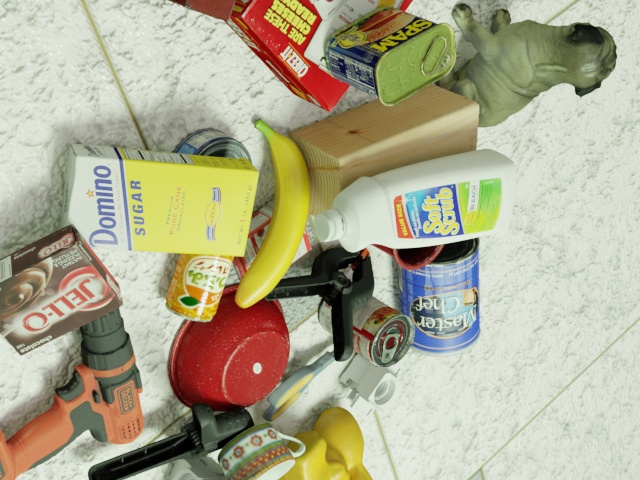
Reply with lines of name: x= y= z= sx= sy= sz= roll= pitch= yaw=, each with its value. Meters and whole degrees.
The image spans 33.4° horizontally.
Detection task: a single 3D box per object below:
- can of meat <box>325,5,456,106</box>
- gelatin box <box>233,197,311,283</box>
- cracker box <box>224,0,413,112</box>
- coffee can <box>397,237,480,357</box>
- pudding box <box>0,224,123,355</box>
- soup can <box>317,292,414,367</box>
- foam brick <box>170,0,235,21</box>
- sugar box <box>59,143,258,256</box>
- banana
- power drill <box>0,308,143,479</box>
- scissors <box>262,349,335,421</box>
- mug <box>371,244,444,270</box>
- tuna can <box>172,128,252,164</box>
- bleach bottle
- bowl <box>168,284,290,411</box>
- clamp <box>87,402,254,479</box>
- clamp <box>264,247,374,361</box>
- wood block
can of meat: x=0.067 y=-0.184 z=1.044 sx=0.102 sy=0.084 sz=0.057 roll=-32 pitch=132 yaw=-25
gelatin box: x=-0.058 y=0.002 z=1.172 sx=0.089 sy=0.030 sz=0.073 roll=-36 pitch=133 yaw=-22
cracker box: x=0.010 y=-0.264 z=1.063 sx=0.213 sy=0.072 sz=0.164 roll=-53 pitch=136 yaw=-5
coffee can: x=0.149 y=0.060 z=1.340 sx=0.102 sy=0.103 sz=0.140 roll=-27 pitch=127 yaw=-30
pudding box: x=-0.252 y=0.046 z=0.982 sx=0.113 sy=0.039 sz=0.090 roll=-25 pitch=132 yaw=4
soup can: x=0.053 y=0.099 z=1.273 sx=0.068 sy=0.102 sz=0.068 roll=-21 pitch=124 yaw=-34
foam brick: x=-0.114 y=-0.235 z=0.959 sx=0.051 sy=0.078 sz=0.053 roll=10 pitch=104 yaw=-43
sugar box: x=-0.153 y=-0.037 z=1.015 sx=0.176 sy=0.048 sz=0.093 roll=2 pitch=112 yaw=-24
banana: x=-0.047 y=-0.025 z=1.125 sx=0.069 sy=0.037 sz=0.198 roll=6 pitch=88 yaw=-9
power drill: x=-0.263 y=0.157 z=1.047 sx=0.187 sy=0.057 sz=0.184 roll=-26 pitch=128 yaw=-30
scissors: x=-0.005 y=0.161 z=1.310 sx=0.201 sy=0.016 sz=0.096 roll=-29 pitch=158 yaw=-49
mug: x=0.084 y=-0.022 z=1.251 sx=0.117 sy=0.082 sz=0.093 roll=-2 pitch=113 yaw=-42
tuna can: x=-0.111 y=-0.068 z=1.083 sx=0.085 sy=0.034 sz=0.086 roll=-21 pitch=125 yaw=-34
bleach bottle: x=0.100 y=-0.031 z=1.143 sx=0.250 sy=0.068 sz=0.103 roll=-15 pitch=122 yaw=-35
bowl: x=-0.088 y=0.132 z=1.196 sx=0.161 sy=0.055 sz=0.162 roll=-21 pitch=125 yaw=-34
clamp: x=-0.127 y=0.209 z=1.152 sx=0.165 sy=0.036 sz=0.209 roll=-34 pitch=161 yaw=30
clamp: x=0.021 y=0.065 z=1.215 sx=0.171 sy=0.120 sz=0.039 roll=-35 pitch=174 yaw=-48
wood block: x=0.072 y=-0.098 z=1.193 sx=0.205 sy=0.091 sz=0.090 roll=-24 pitch=127 yaw=-32
